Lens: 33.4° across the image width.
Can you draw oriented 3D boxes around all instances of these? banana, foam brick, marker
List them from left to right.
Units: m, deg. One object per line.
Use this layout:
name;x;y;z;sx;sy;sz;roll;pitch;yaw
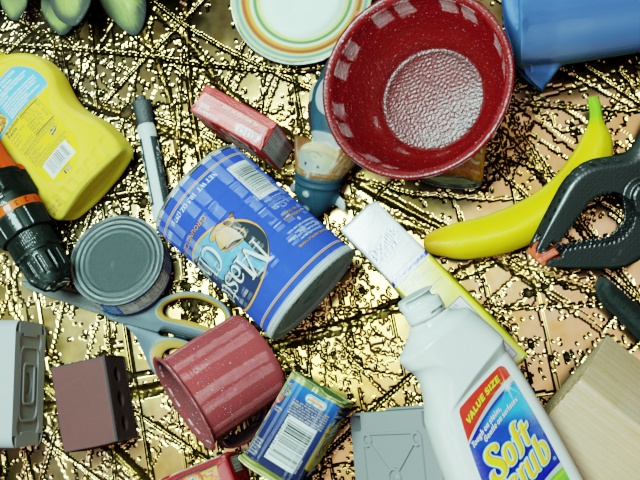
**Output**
foam brick;-0.199;0.144;0.943;0.051;0.053;0.078;-12;81;7
marker;-0.155;-0.076;0.982;0.020;0.020;0.121;-13;81;7
banana;0.182;-0.035;0.917;0.198;0.037;0.070;-40;70;2

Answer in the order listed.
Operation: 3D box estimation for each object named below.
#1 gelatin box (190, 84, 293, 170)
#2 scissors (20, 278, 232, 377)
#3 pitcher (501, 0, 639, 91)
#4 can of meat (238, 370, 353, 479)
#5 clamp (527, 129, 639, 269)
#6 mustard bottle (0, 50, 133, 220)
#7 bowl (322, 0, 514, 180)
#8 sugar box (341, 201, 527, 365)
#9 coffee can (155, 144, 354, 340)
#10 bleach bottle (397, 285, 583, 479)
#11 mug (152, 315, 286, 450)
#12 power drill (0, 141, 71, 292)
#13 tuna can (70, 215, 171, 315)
gelatin box;-0.067;-0.098;0.936;0.073;0.089;0.030;30;88;11
scissors;-0.179;0.084;0.967;0.202;0.016;0.096;1;83;9
pitcher;0.270;-0.228;0.881;0.243;0.149;0.145;-6;50;4
can of meat;-0.018;0.159;0.889;0.057;0.102;0.084;30;86;10
clamp;0.262;-0.049;0.878;0.210;0.036;0.164;-25;99;0
mustard bottle;-0.266;-0.115;0.984;0.192;0.058;0.096;46;104;11
bowl;0.085;-0.124;0.881;0.162;0.055;0.162;-4;80;22
sugar box;0.095;0.046;0.890;0.048;0.093;0.176;-41;79;1
coffee can;-0.056;0.001;0.914;0.140;0.102;0.103;42;90;12
bleach bottle;0.124;0.153;0.793;0.102;0.068;0.251;-30;93;-14
mug;-0.079;0.126;0.909;0.081;0.093;0.117;-32;120;-20
power drill;-0.327;0.004;0.959;0.188;0.057;0.184;-36;78;16
tuna can;-0.178;0.023;0.956;0.086;0.033;0.086;-3;67;8
